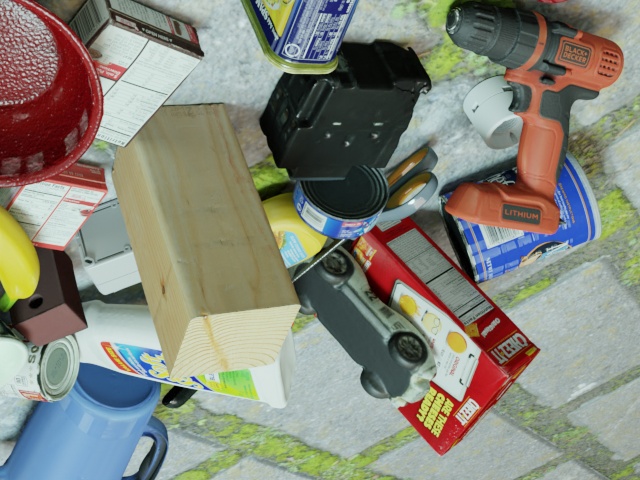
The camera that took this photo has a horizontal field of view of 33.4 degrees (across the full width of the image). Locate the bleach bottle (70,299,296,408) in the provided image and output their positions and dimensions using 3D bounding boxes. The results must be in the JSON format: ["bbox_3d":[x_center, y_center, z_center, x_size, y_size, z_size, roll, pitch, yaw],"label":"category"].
[{"bbox_3d":[-0.154,0.105,1.048,0.251,0.068,0.102,6,145,10],"label":"bleach bottle"}]

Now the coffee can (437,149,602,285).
[{"bbox_3d":[0.207,-0.025,1.116,0.140,0.103,0.103,-21,149,-1],"label":"coffee can"}]

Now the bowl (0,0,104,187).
[{"bbox_3d":[-0.227,-0.115,0.729,0.162,0.055,0.162,-1,131,-2],"label":"bowl"}]

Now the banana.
[{"bbox_3d":[-0.281,-0.009,0.857,0.069,0.037,0.197,-24,131,6],"label":"banana"}]

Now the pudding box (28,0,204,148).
[{"bbox_3d":[-0.156,-0.126,0.802,0.089,0.039,0.114,15,135,-44],"label":"pudding box"}]

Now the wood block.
[{"bbox_3d":[-0.098,-0.004,0.861,0.090,0.206,0.091,-6,145,-24],"label":"wood block"}]

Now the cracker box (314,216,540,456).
[{"bbox_3d":[0.106,0.096,1.130,0.071,0.214,0.164,-28,157,-39],"label":"cracker box"}]

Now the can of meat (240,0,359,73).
[{"bbox_3d":[-0.012,-0.182,0.746,0.057,0.102,0.084,-3,142,-27],"label":"can of meat"}]

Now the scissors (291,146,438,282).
[{"bbox_3d":[0.043,-0.011,1.026,0.202,0.096,0.016,-46,111,2],"label":"scissors"}]

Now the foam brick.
[{"bbox_3d":[-0.251,0.047,0.966,0.053,0.078,0.051,-23,150,1],"label":"foam brick"}]

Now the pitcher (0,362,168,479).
[{"bbox_3d":[-0.253,0.217,1.179,0.149,0.145,0.243,-37,165,-49],"label":"pitcher"}]

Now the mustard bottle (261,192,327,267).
[{"bbox_3d":[-0.057,0.001,1.034,0.191,0.058,0.096,-23,150,3],"label":"mustard bottle"}]

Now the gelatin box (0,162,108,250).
[{"bbox_3d":[-0.233,-0.033,0.903,0.073,0.030,0.089,11,136,-40],"label":"gelatin box"}]

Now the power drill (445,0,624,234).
[{"bbox_3d":[0.170,-0.105,0.935,0.184,0.057,0.188,9,102,-27],"label":"power drill"}]

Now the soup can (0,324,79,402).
[{"bbox_3d":[-0.290,0.114,1.012,0.102,0.068,0.068,4,155,20],"label":"soup can"}]

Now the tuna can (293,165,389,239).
[{"bbox_3d":[0.018,-0.044,0.988,0.086,0.086,0.034,-8,147,-21],"label":"tuna can"}]
